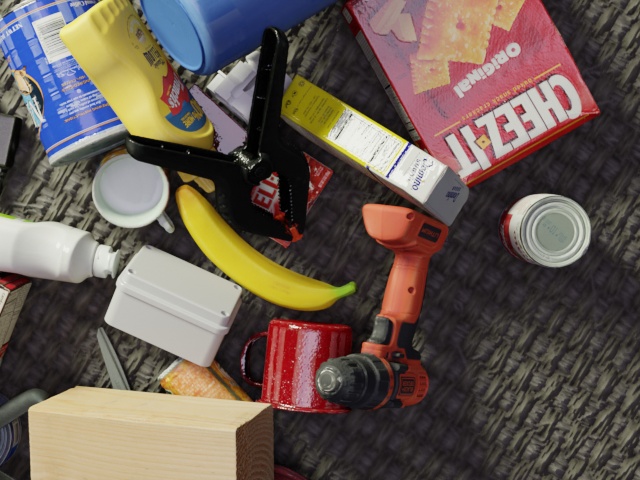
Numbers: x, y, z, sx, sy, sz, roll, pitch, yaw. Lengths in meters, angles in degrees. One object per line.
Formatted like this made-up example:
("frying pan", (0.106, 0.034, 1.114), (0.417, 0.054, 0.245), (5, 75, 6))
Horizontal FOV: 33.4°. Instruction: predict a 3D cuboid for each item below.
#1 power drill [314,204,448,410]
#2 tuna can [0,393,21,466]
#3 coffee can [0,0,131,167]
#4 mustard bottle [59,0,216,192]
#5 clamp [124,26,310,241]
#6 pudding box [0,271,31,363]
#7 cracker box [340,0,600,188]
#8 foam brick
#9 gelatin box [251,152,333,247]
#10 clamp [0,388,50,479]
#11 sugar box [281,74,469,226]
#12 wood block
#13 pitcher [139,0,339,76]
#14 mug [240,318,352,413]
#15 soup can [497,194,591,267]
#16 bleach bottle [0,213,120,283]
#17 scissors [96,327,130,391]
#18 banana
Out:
("power drill", (0.058, 0.064, 0.988), (0.057, 0.184, 0.187), (10, 87, 27))
("tuna can", (-0.340, 0.189, 1.046), (0.086, 0.034, 0.086), (0, 93, -1))
("coffee can", (-0.232, -0.152, 0.999), (0.103, 0.103, 0.140), (-23, 93, 0))
("mustard bottle", (-0.148, -0.124, 0.948), (0.058, 0.096, 0.191), (-29, 107, 19))
("clamp", (-0.072, -0.066, 0.944), (0.164, 0.036, 0.210), (-33, 135, -13))
("pudding box", (-0.320, 0.086, 1.014), (0.039, 0.090, 0.113), (21, 92, -3))
("cracker box", (0.142, -0.172, 1.021), (0.164, 0.072, 0.213), (-30, 93, 1))
("foam brick", (-0.109, -0.105, 1.029), (0.078, 0.053, 0.051), (43, 91, -2))
("gelatin box", (-0.041, -0.049, 1.044), (0.073, 0.030, 0.089), (32, 91, -2))
("clamp", (-0.333, 0.210, 1.011), (0.171, 0.039, 0.120), (-8, 88, 2))
("sugar box", (0.049, -0.083, 0.980), (0.176, 0.093, 0.048), (32, 91, 24))
("wood block", (-0.154, 0.195, 0.982), (0.206, 0.090, 0.091), (2, 98, 19))
("pitcher", (-0.040, -0.258, 0.939), (0.242, 0.145, 0.149), (-38, 104, -21))
("mug", (-0.023, 0.118, 1.029), (0.117, 0.093, 0.081), (4, 87, 25))
("soup can", (0.212, -0.010, 1.015), (0.068, 0.102, 0.068), (0, 93, -2))
("bleach bottle", (-0.316, -0.002, 1.004), (0.251, 0.102, 0.068), (11, 94, -1))
("scissors", (-0.198, 0.194, 1.059), (0.096, 0.016, 0.202), (-35, 93, 1))
("banana", (-0.062, 0.018, 1.036), (0.198, 0.037, 0.070), (29, 116, 0))
